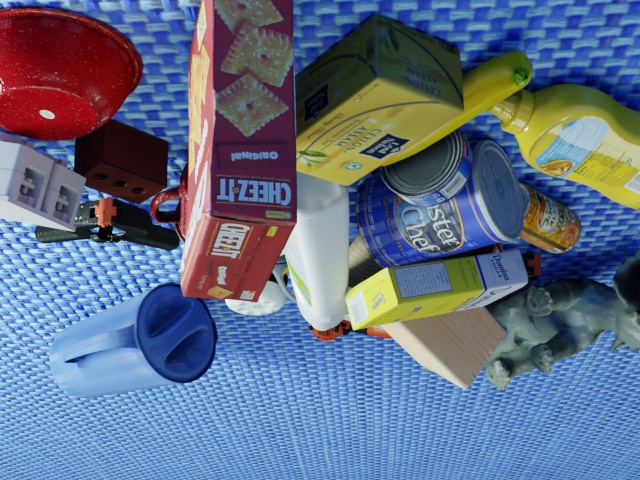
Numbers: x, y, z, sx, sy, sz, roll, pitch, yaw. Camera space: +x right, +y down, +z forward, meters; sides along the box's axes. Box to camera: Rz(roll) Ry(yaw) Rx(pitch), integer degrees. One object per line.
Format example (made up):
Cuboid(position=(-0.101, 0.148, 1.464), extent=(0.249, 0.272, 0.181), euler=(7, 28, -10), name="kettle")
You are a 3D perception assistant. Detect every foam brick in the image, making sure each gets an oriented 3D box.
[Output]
Cuboid(position=(-0.194, -0.077, 1.041), extent=(0.078, 0.051, 0.053), euler=(20, 149, -38), name="foam brick")

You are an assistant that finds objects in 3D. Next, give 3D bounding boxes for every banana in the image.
Cuboid(position=(0.122, -0.121, 0.941), extent=(0.069, 0.037, 0.198), euler=(-30, 180, -39), name="banana")

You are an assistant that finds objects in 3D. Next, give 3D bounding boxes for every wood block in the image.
Cuboid(position=(0.117, 0.074, 1.243), extent=(0.090, 0.090, 0.206), euler=(26, 165, 51), name="wood block")

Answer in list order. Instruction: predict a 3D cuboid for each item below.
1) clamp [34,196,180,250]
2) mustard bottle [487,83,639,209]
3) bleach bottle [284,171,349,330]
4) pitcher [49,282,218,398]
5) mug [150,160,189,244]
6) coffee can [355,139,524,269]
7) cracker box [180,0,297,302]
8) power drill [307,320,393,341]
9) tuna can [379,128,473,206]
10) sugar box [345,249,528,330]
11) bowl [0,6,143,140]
Cuboid(position=(-0.240, -0.016, 1.152), extent=(0.164, 0.036, 0.210), euler=(2, 172, -3), name="clamp")
Cuboid(position=(0.241, -0.094, 0.979), extent=(0.191, 0.058, 0.096), euler=(19, 142, -13), name="mustard bottle")
Cuboid(position=(-0.008, 0.011, 1.121), extent=(0.068, 0.103, 0.251), euler=(-21, 146, -11), name="bleach bottle")
Cuboid(position=(-0.272, 0.146, 1.455), extent=(0.243, 0.145, 0.149), euler=(-19, 124, 42), name="pitcher")
Cuboid(position=(-0.113, -0.040, 1.079), extent=(0.117, 0.093, 0.081), euler=(-4, 152, -10), name="mug")
Cuboid(position=(0.121, -0.034, 1.084), extent=(0.141, 0.103, 0.102), euler=(-16, 152, 32), name="coffee can")
Cuboid(position=(-0.067, -0.079, 0.837), extent=(0.072, 0.213, 0.164), euler=(4, 156, -12), name="cracker box")
Cuboid(position=(0.072, 0.099, 1.420), extent=(0.187, 0.057, 0.184), euler=(8, 163, 5), name="power drill")
Cuboid(position=(0.101, -0.076, 1.010), extent=(0.086, 0.086, 0.033), euler=(-13, 155, 26), name="tuna can")
Cuboid(position=(0.123, 0.051, 1.119), extent=(0.175, 0.048, 0.093), euler=(-5, 163, -30), name="sugar box")
Cuboid(position=(-0.234, -0.131, 0.914), extent=(0.162, 0.055, 0.162), euler=(-1, 157, -1), name="bowl")
